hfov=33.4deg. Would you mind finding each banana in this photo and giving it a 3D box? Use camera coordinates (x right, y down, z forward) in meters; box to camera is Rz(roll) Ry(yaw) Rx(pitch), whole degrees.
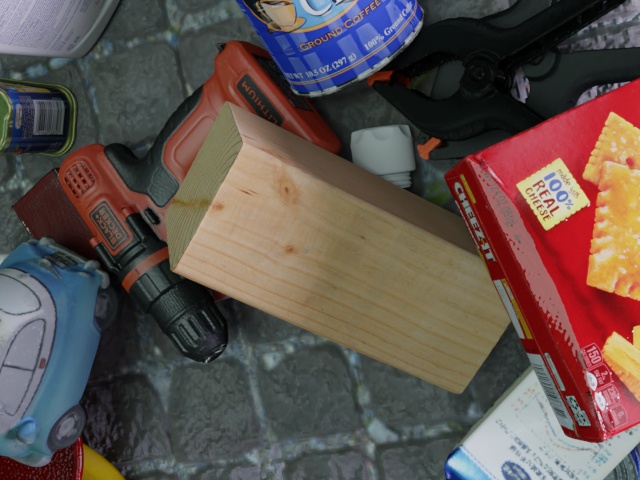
[{"bbox_3d":[-0.213,0.190,0.869,0.198,0.037,0.070,30,104,16],"label":"banana"}]

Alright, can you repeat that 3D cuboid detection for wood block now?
[{"bbox_3d":[0.016,0.006,0.673,0.205,0.091,0.090,25,107,-20],"label":"wood block"}]

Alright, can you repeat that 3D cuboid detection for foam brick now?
[{"bbox_3d":[-0.187,-0.012,0.827,0.051,0.053,0.078,-39,80,21],"label":"foam brick"}]

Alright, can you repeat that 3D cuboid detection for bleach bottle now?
[{"bbox_3d":[-0.231,-0.178,0.718,0.068,0.250,0.103,37,107,14],"label":"bleach bottle"}]

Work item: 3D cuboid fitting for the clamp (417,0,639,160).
[{"bbox_3d":[0.152,-0.115,0.688,0.164,0.036,0.210,47,112,12],"label":"clamp"}]

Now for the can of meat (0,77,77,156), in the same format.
[{"bbox_3d":[-0.255,-0.097,0.828,0.102,0.083,0.057,10,99,20],"label":"can of meat"}]

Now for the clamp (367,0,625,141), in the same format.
[{"bbox_3d":[0.112,-0.110,0.665,0.172,0.039,0.120,16,87,31],"label":"clamp"}]

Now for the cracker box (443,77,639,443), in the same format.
[{"bbox_3d":[0.199,-0.010,0.575,0.213,0.072,0.164,-24,87,-5],"label":"cracker box"}]

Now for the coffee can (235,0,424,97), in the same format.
[{"bbox_3d":[-0.011,-0.178,0.679,0.103,0.102,0.140,-22,120,22],"label":"coffee can"}]

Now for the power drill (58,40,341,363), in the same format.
[{"bbox_3d":[-0.078,-0.032,0.747,0.188,0.057,0.184,-40,79,17],"label":"power drill"}]
